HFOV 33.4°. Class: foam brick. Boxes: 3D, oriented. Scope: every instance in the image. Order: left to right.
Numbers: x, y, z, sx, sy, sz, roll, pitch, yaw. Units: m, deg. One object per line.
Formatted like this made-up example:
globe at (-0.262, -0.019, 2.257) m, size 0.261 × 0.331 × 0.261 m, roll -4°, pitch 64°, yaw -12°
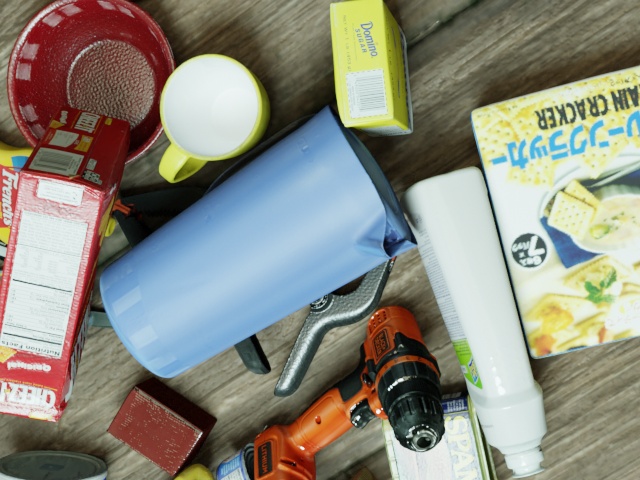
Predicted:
foam brick at (-0.144, 0.171, 0.982) m, size 0.078 × 0.053 × 0.051 m, roll 32°, pitch 98°, yaw 8°

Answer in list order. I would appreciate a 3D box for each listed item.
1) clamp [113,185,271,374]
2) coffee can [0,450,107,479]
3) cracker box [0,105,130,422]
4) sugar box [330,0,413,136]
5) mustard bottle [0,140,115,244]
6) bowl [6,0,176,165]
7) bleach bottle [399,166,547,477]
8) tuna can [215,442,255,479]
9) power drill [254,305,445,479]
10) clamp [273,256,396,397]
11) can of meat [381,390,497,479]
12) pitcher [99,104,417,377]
clamp at (-0.090, 0.000, 0.958) m, size 0.210 × 0.036 × 0.164 m, roll 31°, pitch 86°, yaw 20°
coffee can at (-0.252, 0.275, 0.982) m, size 0.103 × 0.102 × 0.140 m, roll 5°, pitch 94°, yaw 10°
cracker box at (-0.216, 0.016, 0.885) m, size 0.072 × 0.164 × 0.214 m, roll 13°, pitch 113°, yaw -9°
sugar box at (0.046, -0.135, 0.868) m, size 0.048 × 0.176 × 0.093 m, roll -5°, pitch 92°, yaw 12°
mustard bottle at (-0.281, -0.043, 0.994) m, size 0.192 × 0.058 × 0.096 m, roll 19°, pitch 99°, yaw 9°
bowl at (-0.201, -0.142, 0.976) m, size 0.162 × 0.055 × 0.162 m, roll 1°, pitch 93°, yaw 11°
bleach bottle at (0.134, 0.070, 0.888) m, size 0.068 × 0.102 × 0.251 m, roll -16°, pitch 84°, yaw -3°
tuna can at (-0.055, 0.226, 0.951) m, size 0.034 × 0.086 × 0.086 m, roll -34°, pitch 86°, yaw 13°
power drill at (0.025, 0.158, 0.896) m, size 0.057 × 0.184 × 0.188 m, roll 41°, pitch 106°, yaw -18°
clamp at (-0.001, 0.061, 0.956) m, size 0.172 × 0.039 × 0.120 m, roll -26°, pitch 87°, yaw 14°
can of meat at (0.105, 0.186, 0.935) m, size 0.084 × 0.057 × 0.102 m, roll -12°, pitch 90°, yaw 13°
pitcher at (-0.056, 0.001, 0.873) m, size 0.243 × 0.149 × 0.145 m, roll -32°, pitch 89°, yaw 8°
